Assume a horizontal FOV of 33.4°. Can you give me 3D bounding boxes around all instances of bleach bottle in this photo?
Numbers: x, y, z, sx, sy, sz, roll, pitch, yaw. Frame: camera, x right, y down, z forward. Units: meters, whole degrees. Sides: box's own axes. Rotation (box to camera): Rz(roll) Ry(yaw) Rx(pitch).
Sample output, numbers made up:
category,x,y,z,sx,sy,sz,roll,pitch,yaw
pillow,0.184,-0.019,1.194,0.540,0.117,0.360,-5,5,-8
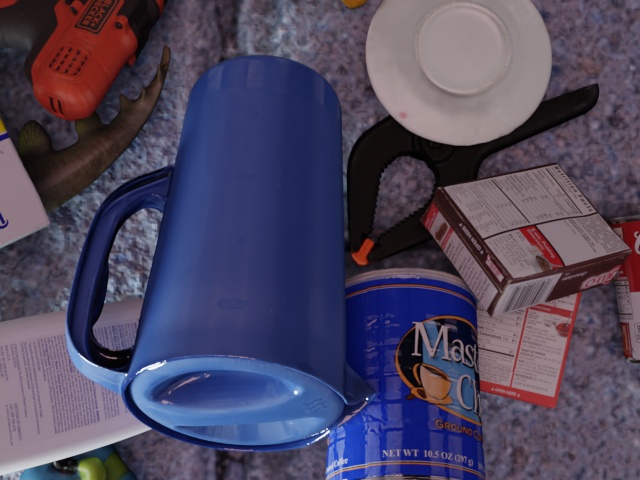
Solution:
category,x,y,z,sx,sy,sz,roll,pitch,yaw
bleach bottle,-0.129,0.091,0.719,0.250,0.068,0.102,-8,89,-26

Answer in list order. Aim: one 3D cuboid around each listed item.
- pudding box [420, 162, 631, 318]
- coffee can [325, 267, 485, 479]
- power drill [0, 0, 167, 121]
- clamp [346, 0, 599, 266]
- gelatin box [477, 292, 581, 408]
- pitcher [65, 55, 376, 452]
category,x,y,z,sx,sy,sz,roll,pitch,yaw
pudding box,0.139,-0.003,0.719,0.113,0.039,0.090,-11,52,-31
coffee can,0.055,0.102,0.706,0.103,0.103,0.140,0,64,3
power drill,-0.203,-0.184,0.755,0.188,0.057,0.184,19,60,11
clamp,0.092,-0.068,0.766,0.164,0.036,0.210,26,86,4
gelatin box,0.140,0.068,0.763,0.073,0.030,0.089,13,89,4
pitcher,-0.054,0.001,0.682,0.145,0.149,0.243,-19,51,30
